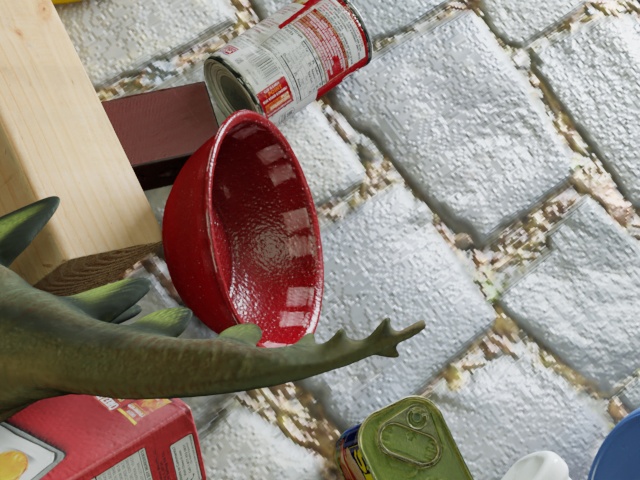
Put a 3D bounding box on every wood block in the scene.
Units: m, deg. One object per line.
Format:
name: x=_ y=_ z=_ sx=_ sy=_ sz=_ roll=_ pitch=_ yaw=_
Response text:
wood block: x=-0.195 y=-0.065 z=0.668 sx=0.090 sy=0.091 sz=0.206 roll=-13 pitch=74 yaw=-57

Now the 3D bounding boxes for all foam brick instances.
foam brick: x=-0.110 y=-0.068 z=0.724 sx=0.078 sy=0.053 sz=0.051 roll=-14 pitch=78 yaw=-15

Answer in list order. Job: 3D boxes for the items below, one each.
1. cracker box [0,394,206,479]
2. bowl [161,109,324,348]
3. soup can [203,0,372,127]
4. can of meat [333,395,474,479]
cracker box: x=-0.191 y=0.129 z=0.549 sx=0.213 sy=0.164 sz=0.072 roll=-29 pitch=125 yaw=-32
bowl: x=-0.054 y=0.001 z=0.685 sx=0.055 sy=0.162 sz=0.162 roll=-10 pitch=73 yaw=23
soup can: x=-0.023 y=-0.126 z=0.751 sx=0.102 sy=0.069 sz=0.068 roll=-37 pitch=85 yaw=-19
can of meat: x=0.055 y=0.156 z=0.678 sx=0.057 sy=0.084 sz=0.102 roll=-23 pitch=80 yaw=-17
